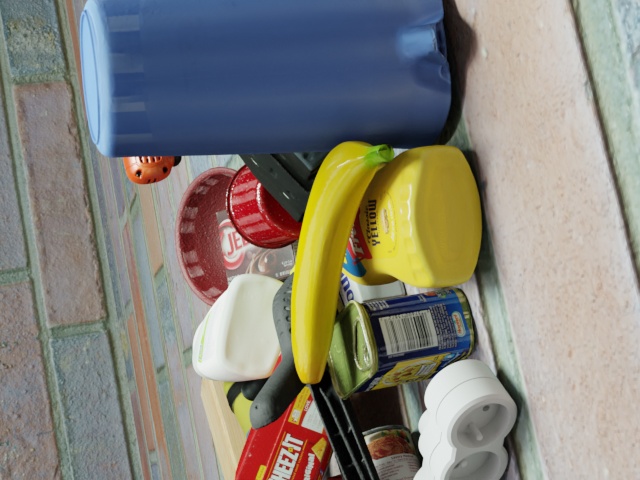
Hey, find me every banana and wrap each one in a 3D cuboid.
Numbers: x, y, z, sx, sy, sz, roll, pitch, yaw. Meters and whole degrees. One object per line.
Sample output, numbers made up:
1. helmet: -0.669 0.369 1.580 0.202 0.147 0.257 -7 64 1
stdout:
1. banana: 0.005 0.006 0.757 0.069 0.037 0.198 -104 26 -59

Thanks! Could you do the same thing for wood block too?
1. wood block: -0.074 0.239 1.270 0.090 0.090 0.206 101 154 -48

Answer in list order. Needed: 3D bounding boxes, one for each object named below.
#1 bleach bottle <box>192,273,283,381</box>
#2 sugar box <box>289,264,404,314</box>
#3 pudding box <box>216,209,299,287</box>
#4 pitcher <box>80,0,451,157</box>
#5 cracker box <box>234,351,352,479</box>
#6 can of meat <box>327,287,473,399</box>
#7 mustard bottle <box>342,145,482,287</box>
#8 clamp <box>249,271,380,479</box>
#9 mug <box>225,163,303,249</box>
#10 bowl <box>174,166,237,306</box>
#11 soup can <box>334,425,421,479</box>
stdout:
1. bleach bottle: -0.095 0.098 1.132 0.251 0.068 0.102 154 130 -73
2. sugar box: 0.019 0.038 0.961 0.176 0.048 0.093 120 139 -65
3. pudding box: -0.057 0.002 1.124 0.114 0.039 0.090 -16 82 42
4. pitcher: -0.042 -0.120 0.753 0.149 0.242 0.145 102 156 -45
5. cracker box: -0.026 0.194 0.978 0.214 0.072 0.164 101 -171 -59
6. can of meat: 0.058 0.076 0.793 0.102 0.083 0.057 123 136 -65
7. mustard bottle: 0.045 -0.014 0.796 0.192 0.058 0.096 177 86 -65
8. clamp: 0.000 0.107 0.857 0.164 0.036 0.210 51 -156 -34
9. mug: -0.030 -0.051 1.030 0.117 0.093 0.082 -64 18 -13
10. bowl: -0.096 -0.003 1.224 0.162 0.055 0.162 3 94 43
11. soup can: 0.059 0.214 0.881 0.069 0.068 0.102 108 149 -54
